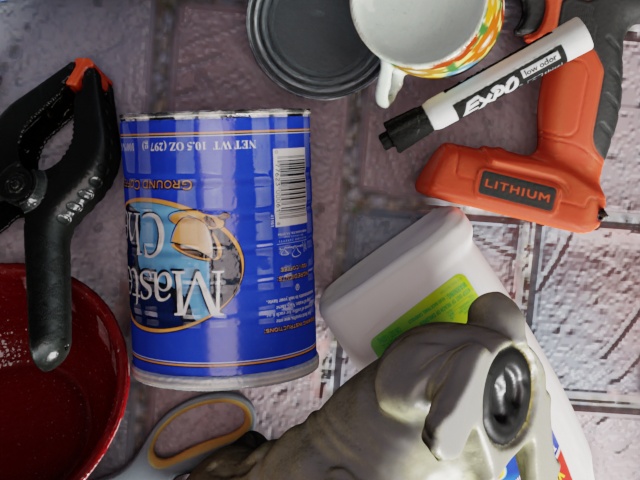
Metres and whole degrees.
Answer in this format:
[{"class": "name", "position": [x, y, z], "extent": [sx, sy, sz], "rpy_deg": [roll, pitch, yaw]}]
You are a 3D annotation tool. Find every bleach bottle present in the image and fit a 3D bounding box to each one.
[{"class": "bleach bottle", "position": [0.109, 0.108, 0.619], "extent": [0.102, 0.068, 0.251], "rpy_deg": [-36, 99, 6]}]

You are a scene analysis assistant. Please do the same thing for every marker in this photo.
[{"class": "marker", "position": [0.085, -0.080, 0.563], "extent": [0.121, 0.020, 0.020], "rpy_deg": [-28, 97, 6]}]

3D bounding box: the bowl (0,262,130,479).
[{"class": "bowl", "position": [-0.176, 0.094, 0.580], "extent": [0.162, 0.055, 0.162], "rpy_deg": [-4, 56, 6]}]

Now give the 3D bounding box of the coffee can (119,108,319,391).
[{"class": "coffee can", "position": [-0.054, 0.001, 0.576], "extent": [0.102, 0.103, 0.140], "rpy_deg": [-2, 96, -4]}]

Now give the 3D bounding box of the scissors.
[{"class": "scissors", "position": [-0.116, 0.164, 0.634], "extent": [0.202, 0.016, 0.096], "rpy_deg": [-33, 97, 1]}]

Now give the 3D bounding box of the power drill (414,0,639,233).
[{"class": "power drill", "position": [0.113, -0.107, 0.597], "extent": [0.184, 0.057, 0.188], "rpy_deg": [15, 96, 1]}]

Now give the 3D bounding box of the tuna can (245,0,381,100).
[{"class": "tuna can", "position": [0.001, -0.122, 0.600], "extent": [0.086, 0.034, 0.086], "rpy_deg": [0, 96, -4]}]

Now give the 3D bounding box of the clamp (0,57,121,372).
[{"class": "clamp", "position": [-0.169, -0.021, 0.584], "extent": [0.120, 0.039, 0.171], "rpy_deg": [12, 72, 11]}]
